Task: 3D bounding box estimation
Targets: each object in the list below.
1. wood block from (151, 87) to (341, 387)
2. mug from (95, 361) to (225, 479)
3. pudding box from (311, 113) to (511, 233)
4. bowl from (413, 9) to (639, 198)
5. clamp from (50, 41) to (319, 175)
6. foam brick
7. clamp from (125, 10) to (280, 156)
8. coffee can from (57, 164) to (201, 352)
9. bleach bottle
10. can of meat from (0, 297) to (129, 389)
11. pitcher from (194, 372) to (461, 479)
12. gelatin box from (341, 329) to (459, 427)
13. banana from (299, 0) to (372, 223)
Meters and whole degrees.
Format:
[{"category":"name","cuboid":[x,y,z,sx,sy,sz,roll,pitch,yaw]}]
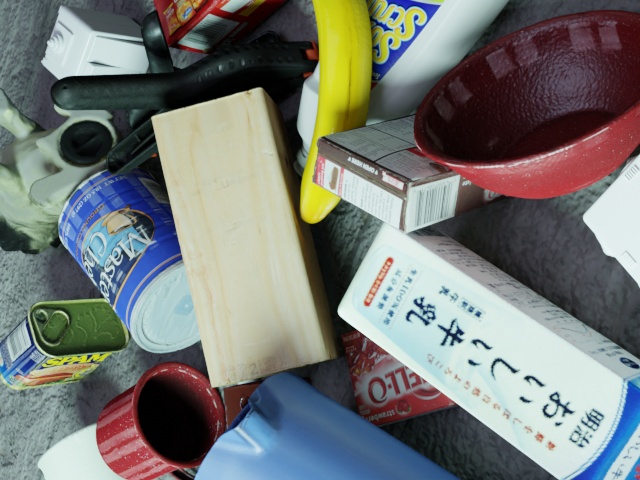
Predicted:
[{"category":"wood block","cuboid":[-0.055,0.001,0.819,0.090,0.090,0.206,-14,82,7]},{"category":"mug","cuboid":[-0.135,0.171,0.934,0.117,0.093,0.082,48,134,-10]},{"category":"pudding box","cuboid":[0.065,-0.049,0.720,0.090,0.113,0.039,30,124,40]},{"category":"bowl","cuboid":[0.141,-0.075,0.654,0.162,0.162,0.055,4,134,43]},{"category":"clamp","cuboid":[-0.101,-0.112,0.864,0.164,0.210,0.036,98,155,-73]},{"category":"foam brick","cuboid":[-0.039,0.151,0.858,0.053,0.051,0.078,-13,81,42]},{"category":"clamp","cuboid":[-0.108,-0.131,0.912,0.172,0.120,0.039,125,143,-54]},{"category":"coffee can","cuboid":[-0.151,0.014,0.930,0.140,0.102,0.103,45,119,34]},{"category":"bleach bottle","cuboid":[0.056,-0.137,0.767,0.103,0.067,0.251,52,125,28]},{"category":"can of meat","cuboid":[-0.250,0.100,1.024,0.084,0.101,0.057,-38,65,38]},{"category":"pitcher","cuboid":[0.044,0.203,0.720,0.243,0.149,0.145,26,107,27]},{"category":"gelatin box","cuboid":[0.061,0.093,0.778,0.089,0.030,0.073,-24,74,41]},{"category":"banana","cuboid":[0.010,-0.105,0.752,0.070,0.037,0.198,-154,62,-64]}]
